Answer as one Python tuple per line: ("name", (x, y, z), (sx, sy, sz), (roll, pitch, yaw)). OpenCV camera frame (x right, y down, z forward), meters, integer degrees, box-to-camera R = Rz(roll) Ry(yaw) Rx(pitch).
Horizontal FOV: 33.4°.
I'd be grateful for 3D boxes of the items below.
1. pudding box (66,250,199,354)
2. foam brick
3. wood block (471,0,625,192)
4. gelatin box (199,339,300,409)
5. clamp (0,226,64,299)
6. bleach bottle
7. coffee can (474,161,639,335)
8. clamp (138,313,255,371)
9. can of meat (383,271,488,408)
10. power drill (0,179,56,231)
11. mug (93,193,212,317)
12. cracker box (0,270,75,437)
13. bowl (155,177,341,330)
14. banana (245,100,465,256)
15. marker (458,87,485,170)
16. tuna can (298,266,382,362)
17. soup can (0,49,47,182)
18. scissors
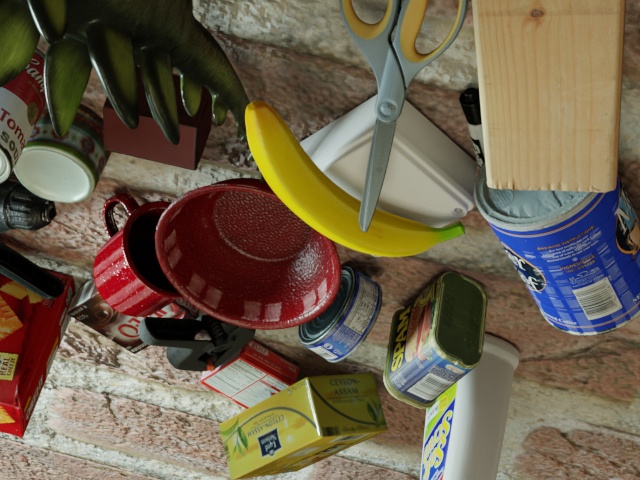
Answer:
("pudding box", (-0.187, 0.064, 1.079), (0.090, 0.039, 0.114), (37, 136, -27))
("foam brick", (-0.129, -0.098, 0.851), (0.078, 0.053, 0.051), (14, 142, 1))
("wood block", (0.151, -0.133, 0.692), (0.091, 0.090, 0.206), (3, 141, 15))
("gelatin box", (-0.076, 0.145, 1.154), (0.073, 0.030, 0.089), (32, 139, -20))
("clamp", (-0.330, 0.006, 1.046), (0.172, 0.039, 0.120), (5, 126, 19))
("bleach bottle", (0.131, 0.215, 0.998), (0.068, 0.250, 0.103), (22, 141, -11))
("coffee can", (0.193, -0.007, 0.824), (0.103, 0.102, 0.140), (-12, 135, 29))
("clamp", (-0.094, 0.084, 1.044), (0.164, 0.036, 0.210), (-22, 163, -13))
("can of meat", (0.106, 0.089, 0.972), (0.057, 0.102, 0.084), (26, 138, -15))
("power drill", (-0.346, -0.020, 0.911), (0.184, 0.187, 0.057), (9, 109, 16))
("mug", (-0.163, 0.011, 0.978), (0.082, 0.093, 0.117), (-32, 93, 48))
("cracker box", (-0.372, 0.088, 1.065), (0.213, 0.164, 0.072), (15, 140, -2))
("bowl", (-0.056, 0.001, 0.909), (0.162, 0.055, 0.162), (8, 132, 9))
("banana", (0.013, -0.035, 0.809), (0.197, 0.037, 0.070), (28, 113, -22))
("marker", (0.129, -0.071, 0.831), (0.020, 0.020, 0.121), (-3, 139, 20))
("tuna can", (0.017, 0.067, 0.983), (0.033, 0.086, 0.086), (33, 138, -21))
("soup can", (-0.258, -0.102, 0.844), (0.068, 0.102, 0.068), (8, 141, 7))
("scissors", (0.034, -0.110, 0.752), (0.096, 0.016, 0.202), (29, 114, 3))
